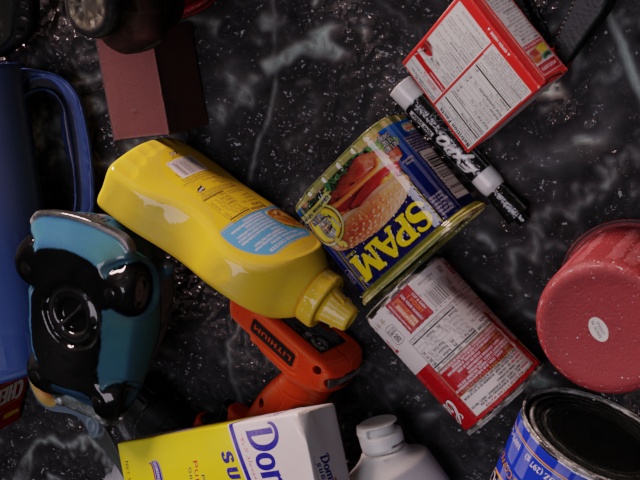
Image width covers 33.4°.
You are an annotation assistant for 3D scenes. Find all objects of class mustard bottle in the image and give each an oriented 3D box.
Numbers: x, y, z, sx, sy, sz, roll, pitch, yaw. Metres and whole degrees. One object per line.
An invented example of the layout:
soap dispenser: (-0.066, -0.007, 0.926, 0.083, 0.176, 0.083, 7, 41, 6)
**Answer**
mustard bottle: (-0.055, 0.001, 0.742, 0.192, 0.096, 0.058, 34, 116, 16)

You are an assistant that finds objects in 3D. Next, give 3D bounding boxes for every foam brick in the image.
foam brick: (-0.122, -0.115, 0.770, 0.051, 0.052, 0.078, -2, 103, 28)

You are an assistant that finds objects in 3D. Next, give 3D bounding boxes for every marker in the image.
marker: (0.092, -0.057, 0.692, 0.121, 0.020, 0.020, 49, 120, 8)

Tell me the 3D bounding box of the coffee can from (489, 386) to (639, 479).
coffee can: (0.152, 0.180, 0.678, 0.103, 0.102, 0.140, 27, 115, 19)

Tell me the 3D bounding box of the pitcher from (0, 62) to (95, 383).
pitcher: (-0.264, -0.016, 0.828, 0.149, 0.144, 0.243, -3, 101, 38)

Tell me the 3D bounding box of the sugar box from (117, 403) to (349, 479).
sugar box: (-0.061, 0.173, 0.746, 0.177, 0.048, 0.093, -17, 82, 37)

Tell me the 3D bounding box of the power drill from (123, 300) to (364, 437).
power drill: (-0.063, 0.119, 0.804, 0.184, 0.057, 0.188, 37, 120, 18)

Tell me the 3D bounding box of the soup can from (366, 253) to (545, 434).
soup can: (0.088, 0.067, 0.701, 0.102, 0.068, 0.069, 48, 120, 9)

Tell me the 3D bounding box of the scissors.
scissors: (-0.194, 0.153, 0.876, 0.096, 0.016, 0.202, -40, 67, 40)

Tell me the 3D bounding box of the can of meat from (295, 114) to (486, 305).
can of meat: (0.043, -0.021, 0.707, 0.102, 0.057, 0.084, -44, 80, 30)

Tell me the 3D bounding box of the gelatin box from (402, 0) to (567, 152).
gelatin box: (0.098, -0.106, 0.650, 0.073, 0.030, 0.089, 54, 150, 5)
